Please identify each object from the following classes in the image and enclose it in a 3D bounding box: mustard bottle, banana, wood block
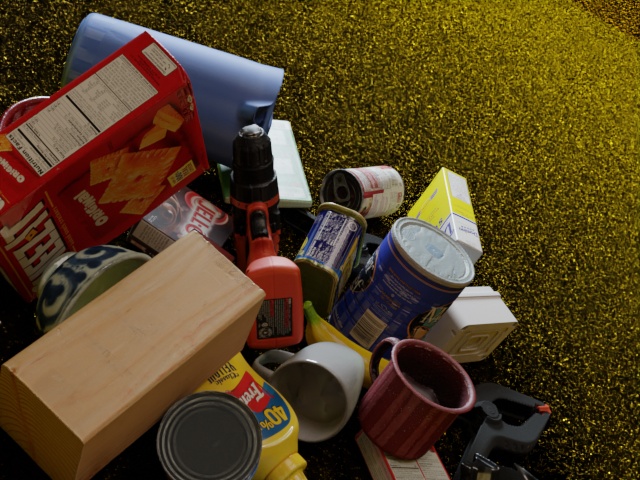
[{"bbox_3d":[-0.076,0.155,0.943,0.192,0.058,0.096,46,40,18],"label":"mustard bottle"},{"bbox_3d":[0.060,0.131,1.098,0.198,0.070,0.037,26,62,10],"label":"banana"},{"bbox_3d":[-0.151,0.093,0.862,0.090,0.091,0.205,41,50,13],"label":"wood block"}]

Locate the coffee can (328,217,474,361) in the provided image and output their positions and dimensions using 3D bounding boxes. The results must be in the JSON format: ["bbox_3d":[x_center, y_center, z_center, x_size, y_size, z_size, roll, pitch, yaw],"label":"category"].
[{"bbox_3d":[0.087,0.060,1.165,0.102,0.140,0.103,25,31,-16],"label":"coffee can"}]

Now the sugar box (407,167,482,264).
[{"bbox_3d":[0.159,-0.010,1.390,0.048,0.093,0.176,26,30,-14],"label":"sugar box"}]

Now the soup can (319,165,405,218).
[{"bbox_3d":[0.056,-0.062,1.387,0.068,0.069,0.102,48,31,23],"label":"soup can"}]

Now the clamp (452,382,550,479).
[{"bbox_3d":[0.176,0.203,1.151,0.209,0.036,0.165,9,39,-33],"label":"clamp"}]

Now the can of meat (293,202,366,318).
[{"bbox_3d":[0.006,0.025,1.153,0.057,0.102,0.083,21,54,8],"label":"can of meat"}]

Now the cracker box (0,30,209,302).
[{"bbox_3d":[-0.202,-0.058,0.924,0.213,0.164,0.072,-39,72,-16],"label":"cracker box"}]

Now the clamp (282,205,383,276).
[{"bbox_3d":[0.035,0.021,1.277,0.171,0.039,0.120,17,40,-16],"label":"clamp"}]

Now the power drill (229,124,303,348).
[{"bbox_3d":[-0.057,0.001,1.066,0.057,0.184,0.187,-6,37,-5],"label":"power drill"}]

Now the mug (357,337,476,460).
[{"bbox_3d":[0.082,0.147,1.030,0.093,0.082,0.117,2,41,-42],"label":"mug"}]

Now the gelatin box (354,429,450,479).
[{"bbox_3d":[0.082,0.220,1.038,0.073,0.030,0.089,11,36,-34],"label":"gelatin box"}]

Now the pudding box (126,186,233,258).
[{"bbox_3d":[-0.146,-0.011,1.137,0.090,0.039,0.113,33,29,-4],"label":"pudding box"}]

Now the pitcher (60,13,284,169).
[{"bbox_3d":[-0.174,-0.176,1.259,0.242,0.149,0.145,19,47,-9],"label":"pitcher"}]

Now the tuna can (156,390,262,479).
[{"bbox_3d":[-0.091,0.169,0.876,0.086,0.034,0.086,2,62,-4],"label":"tuna can"}]
